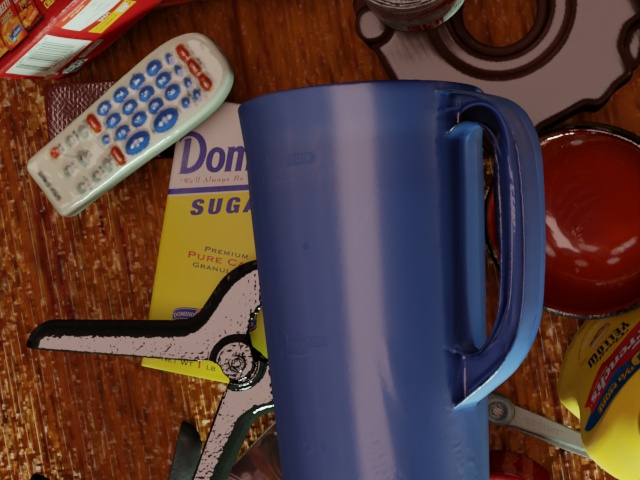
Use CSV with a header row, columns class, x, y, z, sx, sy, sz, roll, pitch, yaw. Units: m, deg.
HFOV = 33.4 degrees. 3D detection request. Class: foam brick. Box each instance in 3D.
class,x,y,z,sx,sy,sz,roll,pitch,yaw
foam brick,-0.133,-0.077,0.696,0.078,0.051,0.053,-2,94,12

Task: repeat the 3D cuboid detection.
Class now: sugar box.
class,x,y,z,sx,sy,sz,roll,pitch,yaw
sugar box,-0.055,0.001,0.687,0.093,0.048,0.176,9,97,7

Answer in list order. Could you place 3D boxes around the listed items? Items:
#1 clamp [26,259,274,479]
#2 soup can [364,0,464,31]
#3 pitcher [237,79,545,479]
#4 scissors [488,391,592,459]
class,x,y,z,sx,sy,sz,roll,pitch,yaw
clamp,-0.050,0.084,0.648,0.210,0.036,0.164,-26,94,-2
soup can,0.048,-0.151,0.571,0.068,0.102,0.068,1,94,9
pitcher,0.036,0.038,0.563,0.145,0.149,0.243,-4,88,-2
scissors,0.107,0.087,0.676,0.202,0.016,0.096,6,95,11
